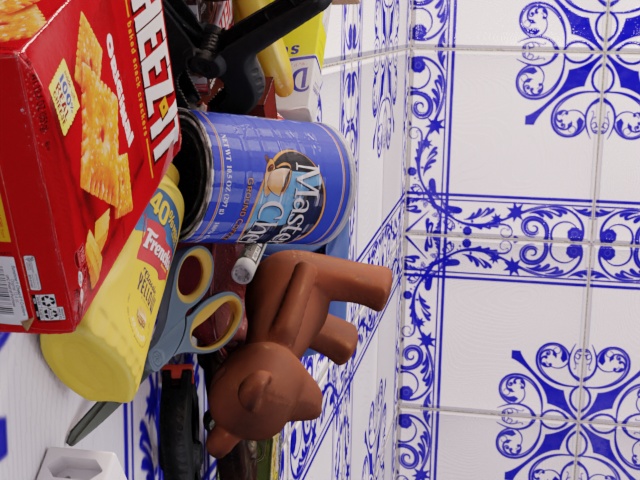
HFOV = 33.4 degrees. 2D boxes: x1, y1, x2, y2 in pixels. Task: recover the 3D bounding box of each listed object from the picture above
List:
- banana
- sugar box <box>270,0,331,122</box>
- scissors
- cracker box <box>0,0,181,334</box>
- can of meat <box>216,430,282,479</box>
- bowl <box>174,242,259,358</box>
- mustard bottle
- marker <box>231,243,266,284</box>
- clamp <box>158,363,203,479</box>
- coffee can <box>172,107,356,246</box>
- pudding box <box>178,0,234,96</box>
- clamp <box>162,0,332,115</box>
[{"bbox_3d":[-0.064,-0.230,0.984,0.069,0.037,0.198,9,64,-64],"label":"banana"},{"bbox_3d":[-0.043,-0.200,1.084,0.048,0.093,0.176,69,25,-64],"label":"sugar box"},{"bbox_3d":[-0.126,0.067,0.794,0.201,0.016,0.096,-27,107,-52],"label":"scissors"},{"bbox_3d":[-0.145,-0.074,0.612,0.213,0.072,0.164,-73,163,-56],"label":"cracker box"},{"bbox_3d":[-0.074,0.238,1.153,0.084,0.057,0.102,5,89,-82],"label":"can of meat"},{"bbox_3d":[-0.098,0.024,0.948,0.162,0.055,0.162,3,90,-80],"label":"bowl"},{"bbox_3d":[-0.134,0.008,0.737,0.096,0.058,0.191,73,22,-50],"label":"mustard bottle"},{"bbox_3d":[-0.056,0.001,0.960,0.121,0.020,0.020,-69,160,-60],"label":"marker"},{"bbox_3d":[-0.120,0.192,0.933,0.120,0.039,0.171,138,-46,-84],"label":"clamp"},{"bbox_3d":[-0.057,-0.048,0.840,0.140,0.103,0.103,1,93,-39],"label":"coffee can"},{"bbox_3d":[-0.103,-0.189,0.904,0.113,0.039,0.090,-75,165,-50],"label":"pudding box"},{"bbox_3d":[-0.075,-0.145,0.807,0.210,0.164,0.036,95,8,-58],"label":"clamp"}]
